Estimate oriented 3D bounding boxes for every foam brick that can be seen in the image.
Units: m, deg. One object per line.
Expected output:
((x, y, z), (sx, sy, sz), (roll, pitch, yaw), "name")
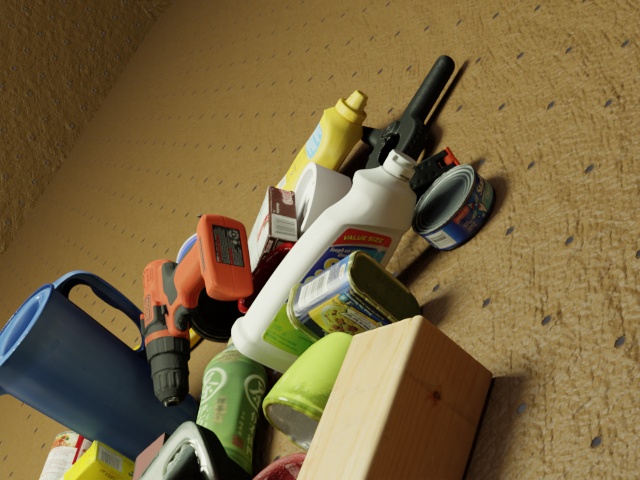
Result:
((-0.153, 0.253, 1.126), (0.051, 0.078, 0.053), (-42, 25, 22), "foam brick")

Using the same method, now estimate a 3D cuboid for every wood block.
((0.049, 0.173, 0.823), (0.090, 0.090, 0.206), (-24, 34, 49), "wood block")

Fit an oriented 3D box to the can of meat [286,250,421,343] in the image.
((0.034, 0.066, 1.015), (0.084, 0.102, 0.057), (-33, 28, 35), "can of meat")

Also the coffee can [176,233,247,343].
((-0.128, 0.055, 1.360), (0.103, 0.102, 0.140), (-48, 21, 8), "coffee can")

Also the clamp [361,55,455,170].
((0.101, -0.131, 1.283), (0.165, 0.036, 0.210), (-44, 20, 28), "clamp")

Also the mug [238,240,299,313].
((-0.026, 0.054, 1.182), (0.093, 0.081, 0.117), (-24, 34, 51), "mug")

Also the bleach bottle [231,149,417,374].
((0.013, 0.018, 1.076), (0.251, 0.102, 0.068), (-59, 19, 15), "bleach bottle")

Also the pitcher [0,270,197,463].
((-0.262, 0.161, 1.266), (0.149, 0.242, 0.145), (-38, 25, 31), "pitcher")

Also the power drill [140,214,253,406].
((-0.145, 0.072, 1.199), (0.188, 0.057, 0.184), (-43, 48, 42), "power drill")

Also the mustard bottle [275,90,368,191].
((0.003, -0.110, 1.371), (0.192, 0.058, 0.096), (-57, 12, 22), "mustard bottle")

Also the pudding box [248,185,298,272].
((-0.058, 0.001, 1.272), (0.113, 0.039, 0.090), (-92, 20, -56), "pudding box")

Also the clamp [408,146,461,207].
((0.078, -0.037, 1.150), (0.171, 0.039, 0.120), (-33, -7, 9), "clamp")

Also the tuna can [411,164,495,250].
((0.132, -0.032, 1.064), (0.086, 0.033, 0.086), (-43, 23, 22), "tuna can")

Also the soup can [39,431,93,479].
((-0.335, 0.314, 1.414), (0.069, 0.068, 0.102), (-37, 26, 33), "soup can")

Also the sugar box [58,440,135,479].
((-0.282, 0.323, 1.255), (0.176, 0.093, 0.048), (-47, 21, 14), "sugar box")
